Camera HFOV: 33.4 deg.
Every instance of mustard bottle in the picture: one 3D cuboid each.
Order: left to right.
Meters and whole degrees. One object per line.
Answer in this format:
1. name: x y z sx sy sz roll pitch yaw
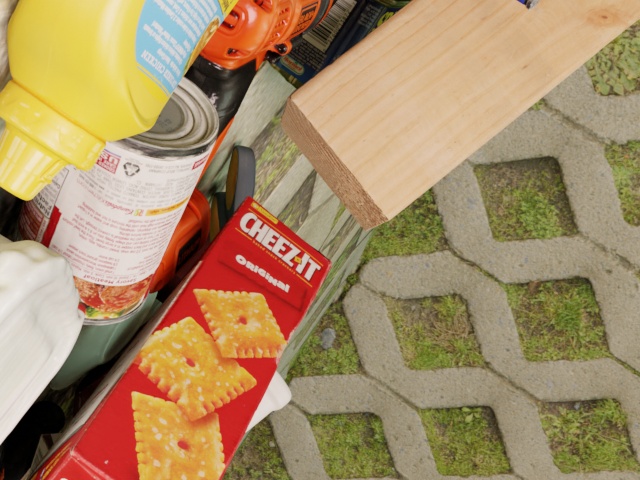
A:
1. mustard bottle: -0.058 -0.098 0.381 0.191 0.058 0.096 -57 175 -1

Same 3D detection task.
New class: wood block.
1. wood block: 0.085 -0.106 0.639 0.206 0.090 0.091 -39 180 -6

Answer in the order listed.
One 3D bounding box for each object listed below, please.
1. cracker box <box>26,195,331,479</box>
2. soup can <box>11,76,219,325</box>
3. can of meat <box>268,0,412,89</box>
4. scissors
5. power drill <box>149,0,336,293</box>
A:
1. cracker box: -0.088 0.097 0.560 0.164 0.072 0.213 -48 -173 36
2. soup can: -0.092 -0.022 0.469 0.102 0.068 0.068 -61 173 35
3. can of meat: 0.014 -0.146 0.735 0.084 0.057 0.102 -55 174 19
4. scissors: -0.055 0.001 0.736 0.202 0.016 0.096 -116 -141 -63
5. power drill: -0.054 -0.075 0.567 0.188 0.057 0.184 -61 175 23
